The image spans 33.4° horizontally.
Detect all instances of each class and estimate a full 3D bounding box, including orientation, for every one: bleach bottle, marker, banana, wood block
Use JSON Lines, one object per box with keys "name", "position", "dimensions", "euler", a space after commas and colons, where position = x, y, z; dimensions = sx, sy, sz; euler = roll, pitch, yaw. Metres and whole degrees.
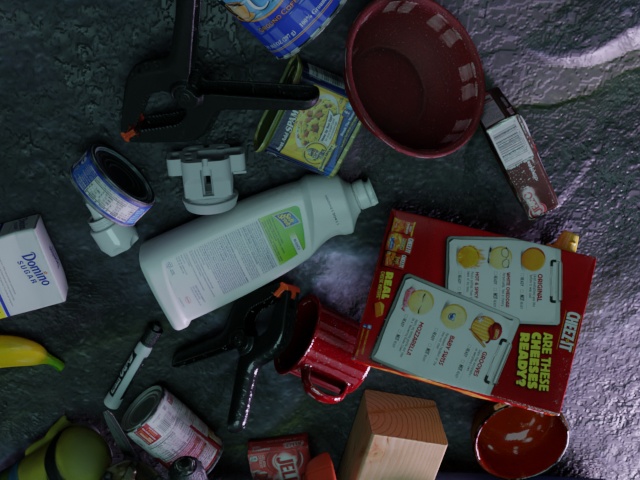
{"name": "bleach bottle", "position": [-0.057, 0.001, 1.119], "dimensions": [0.251, 0.068, 0.102], "euler": [-22, 117, 5]}
{"name": "marker", "position": [-0.210, 0.140, 1.202], "dimensions": [0.020, 0.020, 0.121], "euler": [26, 112, -16]}
{"name": "banana", "position": [-0.389, 0.142, 1.181], "dimensions": [0.198, 0.037, 0.069], "euler": [-13, 116, 3]}
{"name": "wood block", "position": [0.070, 0.290, 1.257], "dimensions": [0.090, 0.090, 0.206], "euler": [11, 115, -10]}

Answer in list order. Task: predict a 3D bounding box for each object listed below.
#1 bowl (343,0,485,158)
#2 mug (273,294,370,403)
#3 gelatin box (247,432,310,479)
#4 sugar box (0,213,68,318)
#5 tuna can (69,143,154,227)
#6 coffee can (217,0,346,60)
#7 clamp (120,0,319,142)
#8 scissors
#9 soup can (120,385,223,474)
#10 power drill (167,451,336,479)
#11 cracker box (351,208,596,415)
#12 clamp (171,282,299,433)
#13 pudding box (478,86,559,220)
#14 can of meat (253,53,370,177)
{"name": "bowl", "position": [0.079, -0.153, 1.027], "dimensions": [0.161, 0.055, 0.162], "euler": [5, 79, -29]}
{"name": "mug", "position": [0.007, 0.126, 1.158], "dimensions": [0.081, 0.117, 0.093], "euler": [27, 128, -21]}
{"name": "gelatin box", "position": [-0.046, 0.277, 1.275], "dimensions": [0.073, 0.030, 0.089], "euler": [-7, 118, -1]}
{"name": "sugar box", "position": [-0.366, 0.040, 1.127], "dimensions": [0.176, 0.048, 0.093], "euler": [-15, 117, 0]}
{"name": "tuna can", "position": [-0.207, -0.056, 1.066], "dimensions": [0.086, 0.086, 0.034], "euler": [41, 106, -21]}
{"name": "coffee can", "position": [-0.054, -0.249, 0.969], "dimensions": [0.103, 0.103, 0.140], "euler": [-43, 112, 16]}
{"name": "clamp", "position": [-0.126, -0.154, 1.002], "dimensions": [0.210, 0.036, 0.164], "euler": [-19, 125, 35]}
{"name": "scissors", "position": [-0.196, 0.259, 1.214], "dimensions": [0.096, 0.016, 0.202], "euler": [18, 142, 9]}
{"name": "soup can", "position": [-0.169, 0.222, 1.218], "dimensions": [0.068, 0.068, 0.102], "euler": [-38, 113, 14]}
{"name": "power drill", "position": [-0.076, 0.289, 1.203], "dimensions": [0.187, 0.057, 0.184], "euler": [-7, 138, -6]}
{"name": "cracker box", "position": [0.156, 0.074, 1.095], "dimensions": [0.214, 0.072, 0.164], "euler": [14, 83, 11]}
{"name": "clamp", "position": [-0.090, 0.110, 1.170], "dimensions": [0.120, 0.039, 0.171], "euler": [33, 95, 23]}
{"name": "pudding box", "position": [0.194, -0.088, 1.074], "dimensions": [0.039, 0.090, 0.113], "euler": [-25, 115, 7]}
{"name": "can of meat", "position": [-0.008, -0.122, 1.063], "dimensions": [0.083, 0.057, 0.102], "euler": [21, 114, -16]}
